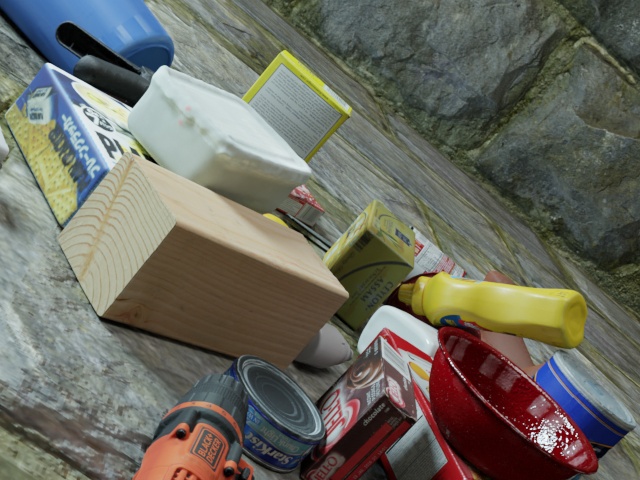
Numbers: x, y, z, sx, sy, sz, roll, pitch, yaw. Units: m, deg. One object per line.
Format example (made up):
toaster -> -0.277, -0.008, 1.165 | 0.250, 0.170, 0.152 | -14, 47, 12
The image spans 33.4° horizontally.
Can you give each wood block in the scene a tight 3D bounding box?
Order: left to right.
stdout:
wood block -> -0.085, 0.022, 0.824 | 0.205, 0.091, 0.090 | 25, 21, -49

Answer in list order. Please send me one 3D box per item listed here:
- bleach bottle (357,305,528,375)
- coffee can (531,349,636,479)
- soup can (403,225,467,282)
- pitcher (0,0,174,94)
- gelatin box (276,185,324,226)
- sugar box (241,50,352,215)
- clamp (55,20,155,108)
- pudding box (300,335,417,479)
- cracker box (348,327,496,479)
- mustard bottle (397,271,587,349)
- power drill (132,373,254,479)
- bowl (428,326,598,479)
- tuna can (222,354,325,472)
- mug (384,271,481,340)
bleach bottle -> 0.156, 0.143, 1.120 | 0.250, 0.068, 0.103 | 25, 10, -39
coffee can -> 0.221, 0.191, 1.045 | 0.102, 0.140, 0.103 | 39, 14, -12
soup can -> 0.141, 0.037, 1.456 | 0.102, 0.068, 0.068 | 41, 14, -4
pitcher -> -0.260, -0.252, 1.126 | 0.149, 0.145, 0.243 | -28, 70, -38
gelatin box -> -0.044, -0.062, 1.325 | 0.089, 0.030, 0.073 | 28, 20, -47
sugar box -> -0.059, -0.093, 1.067 | 0.093, 0.176, 0.048 | 41, 16, -5
clamp -> -0.174, -0.149, 1.003 | 0.171, 0.039, 0.120 | 29, 19, -42
pudding box -> 0.029, 0.132, 0.803 | 0.039, 0.090, 0.113 | 42, 13, -7
cracker box -> 0.121, 0.190, 0.920 | 0.164, 0.072, 0.214 | 34, 15, -29
mustard bottle -> 0.170, 0.067, 1.098 | 0.192, 0.058, 0.096 | 9, -6, 28
power drill -> -0.023, 0.168, 0.625 | 0.187, 0.057, 0.184 | 38, 18, -4
bowl -> 0.139, 0.142, 0.844 | 0.162, 0.055, 0.162 | 37, 14, -11
tuna can -> -0.038, 0.123, 0.765 | 0.086, 0.034, 0.086 | 39, 14, -12
mug -> 0.130, 0.104, 1.206 | 0.081, 0.093, 0.117 | -116, -169, -46
